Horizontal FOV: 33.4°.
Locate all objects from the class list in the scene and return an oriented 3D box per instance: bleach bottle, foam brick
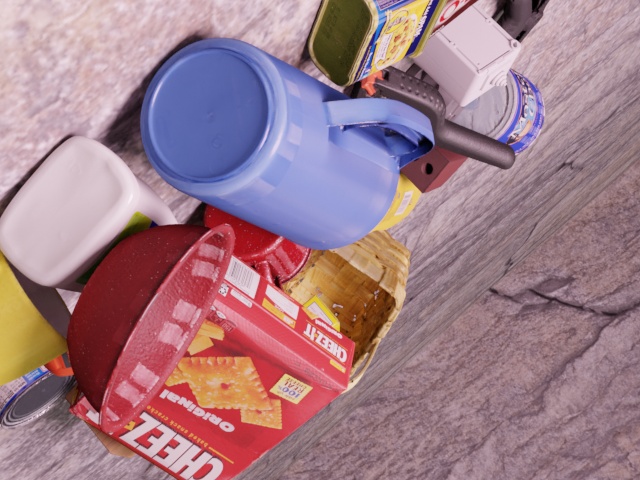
[{"bbox_3d":[-0.148,-0.004,0.812,0.102,0.068,0.250,-48,169,2],"label":"bleach bottle"},{"bbox_3d":[0.115,-0.100,1.200,0.053,0.078,0.051,-51,165,30],"label":"foam brick"}]

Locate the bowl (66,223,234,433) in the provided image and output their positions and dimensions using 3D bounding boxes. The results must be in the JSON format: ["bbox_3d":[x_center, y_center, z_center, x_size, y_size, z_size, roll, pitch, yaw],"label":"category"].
[{"bbox_3d":[-0.123,0.047,0.723,0.162,0.055,0.162,-58,171,-16],"label":"bowl"}]

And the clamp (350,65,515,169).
[{"bbox_3d":[0.096,-0.111,1.040,0.165,0.036,0.210,-5,154,18],"label":"clamp"}]

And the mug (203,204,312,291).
[{"bbox_3d":[-0.056,0.001,0.974,0.093,0.117,0.081,-15,161,6],"label":"mug"}]

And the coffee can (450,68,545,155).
[{"bbox_3d":[0.182,-0.147,1.175,0.103,0.103,0.140,-47,162,17],"label":"coffee can"}]

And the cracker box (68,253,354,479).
[{"bbox_3d":[-0.100,0.124,0.961,0.214,0.164,0.072,-43,-161,31],"label":"cracker box"}]

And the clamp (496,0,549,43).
[{"bbox_3d":[0.210,-0.240,1.122,0.120,0.039,0.172,-32,162,-33],"label":"clamp"}]

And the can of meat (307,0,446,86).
[{"bbox_3d":[0.044,-0.175,0.836,0.083,0.057,0.102,-31,161,-31],"label":"can of meat"}]

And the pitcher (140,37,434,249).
[{"bbox_3d":[-0.024,-0.073,0.801,0.149,0.145,0.242,-57,161,6],"label":"pitcher"}]

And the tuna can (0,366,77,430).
[{"bbox_3d":[-0.258,0.129,0.955,0.086,0.034,0.086,-39,165,-13],"label":"tuna can"}]
